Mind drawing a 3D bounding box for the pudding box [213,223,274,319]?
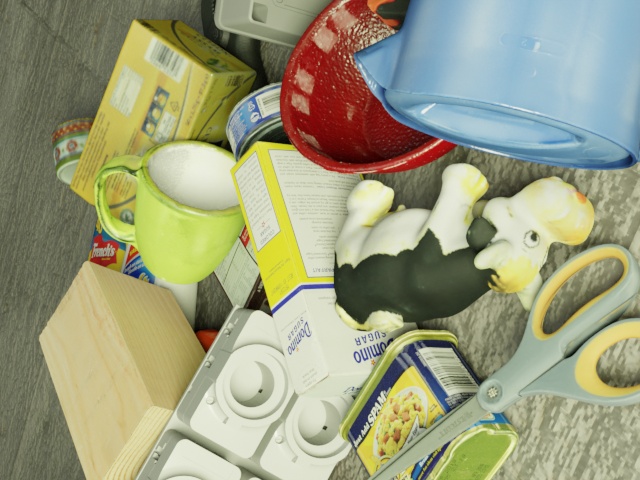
[{"bbox_3d":[-0.056,0.001,0.893,0.090,0.039,0.114,-64,36,26],"label":"pudding box"}]

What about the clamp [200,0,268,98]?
[{"bbox_3d":[-0.074,-0.178,0.956,0.165,0.036,0.210,18,103,54],"label":"clamp"}]

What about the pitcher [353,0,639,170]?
[{"bbox_3d":[0.132,-0.160,0.542,0.145,0.149,0.243,13,87,47],"label":"pitcher"}]

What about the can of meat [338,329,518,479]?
[{"bbox_3d":[0.067,0.121,0.671,0.102,0.057,0.084,-62,41,29],"label":"can of meat"}]

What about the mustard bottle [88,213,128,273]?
[{"bbox_3d":[-0.202,0.015,1.088,0.096,0.058,0.192,23,102,54],"label":"mustard bottle"}]

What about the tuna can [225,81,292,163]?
[{"bbox_3d":[-0.028,-0.082,0.825,0.086,0.085,0.034,-50,47,39],"label":"tuna can"}]

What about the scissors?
[{"bbox_3d":[0.114,0.092,0.587,0.202,0.016,0.096,-52,51,9],"label":"scissors"}]

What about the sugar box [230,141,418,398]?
[{"bbox_3d":[0.005,0.019,0.734,0.048,0.093,0.176,-39,58,45],"label":"sugar box"}]

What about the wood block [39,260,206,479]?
[{"bbox_3d":[-0.147,0.115,0.852,0.090,0.090,0.206,-57,36,13],"label":"wood block"}]

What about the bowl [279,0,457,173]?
[{"bbox_3d":[0.055,-0.103,0.701,0.162,0.055,0.162,-16,56,26],"label":"bowl"}]
